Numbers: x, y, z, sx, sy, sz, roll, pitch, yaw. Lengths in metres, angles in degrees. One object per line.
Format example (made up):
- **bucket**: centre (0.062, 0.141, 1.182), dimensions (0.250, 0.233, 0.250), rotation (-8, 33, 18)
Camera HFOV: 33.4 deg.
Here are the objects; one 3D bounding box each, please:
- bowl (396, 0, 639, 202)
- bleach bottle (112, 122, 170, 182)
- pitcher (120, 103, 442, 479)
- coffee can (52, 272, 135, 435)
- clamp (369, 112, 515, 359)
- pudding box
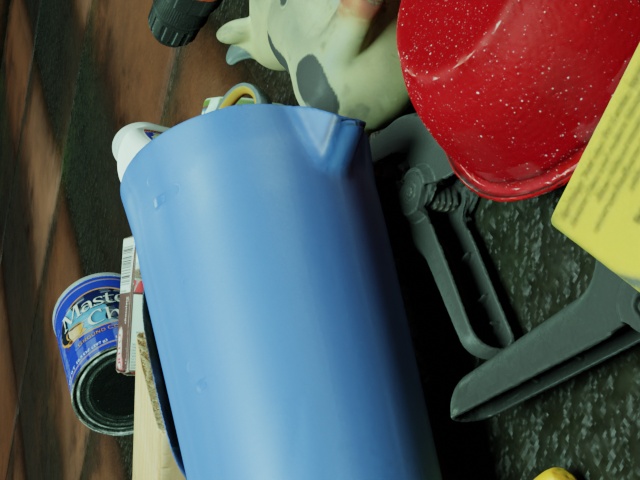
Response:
- **bowl**: centre (0.080, -0.101, 0.450), dimensions (0.162, 0.055, 0.162), rotation (-41, 39, 45)
- **bleach bottle**: centre (-0.136, -0.064, 0.924), dimensions (0.251, 0.102, 0.068), rotation (34, 112, 63)
- **pitcher**: centre (-0.020, 0.070, 0.518), dimensions (0.149, 0.145, 0.243), rotation (78, 179, -64)
- **coffee can**: centre (-0.202, 0.109, 1.047), dimensions (0.140, 0.102, 0.103), rotation (-126, 46, -56)
- **clamp**: centre (0.061, -0.012, 0.540), dimensions (0.172, 0.039, 0.120), rotation (15, 90, 66)
- **pudding box**: centre (-0.118, 0.055, 0.877), dimensions (0.039, 0.089, 0.113), rotation (172, 102, -65)
